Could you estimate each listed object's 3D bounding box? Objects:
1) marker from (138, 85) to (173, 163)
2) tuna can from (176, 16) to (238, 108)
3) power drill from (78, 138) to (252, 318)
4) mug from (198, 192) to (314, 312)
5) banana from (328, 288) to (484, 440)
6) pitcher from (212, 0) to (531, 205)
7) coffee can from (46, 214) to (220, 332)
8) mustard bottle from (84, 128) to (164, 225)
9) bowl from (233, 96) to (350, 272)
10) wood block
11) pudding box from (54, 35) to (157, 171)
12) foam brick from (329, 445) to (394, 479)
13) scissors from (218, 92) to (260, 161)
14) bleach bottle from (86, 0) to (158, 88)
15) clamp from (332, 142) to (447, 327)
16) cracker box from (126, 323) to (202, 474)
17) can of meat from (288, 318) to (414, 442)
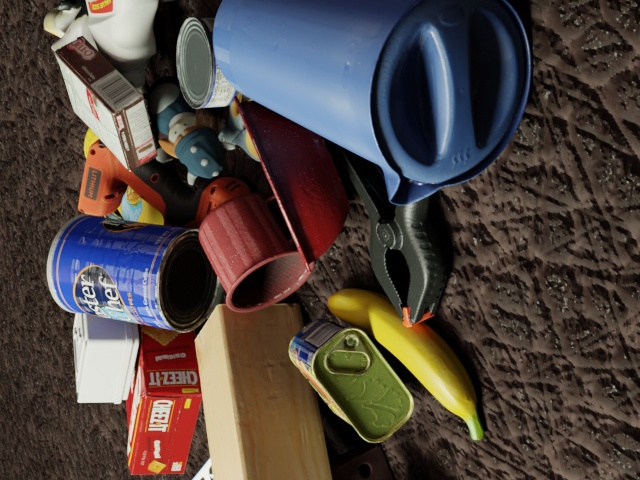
[{"bbox_3d":[-0.194,-0.145,1.194,0.020,0.020,0.121,-24,87,59],"label":"marker"},{"bbox_3d":[-0.106,-0.169,1.012,0.086,0.033,0.086,23,116,59],"label":"tuna can"},{"bbox_3d":[-0.165,-0.021,1.129,0.188,0.057,0.185,30,128,13],"label":"power drill"},{"bbox_3d":[-0.057,0.001,1.011,0.117,0.093,0.081,-44,61,24],"label":"mug"},{"bbox_3d":[0.067,0.088,0.905,0.198,0.037,0.070,43,140,37],"label":"banana"},{"bbox_3d":[0.026,-0.141,0.763,0.243,0.149,0.145,29,153,51],"label":"pitcher"},{"bbox_3d":[-0.186,0.031,1.065,0.140,0.102,0.103,7,116,29],"label":"coffee can"},{"bbox_3d":[-0.205,-0.052,1.227,0.192,0.058,0.096,56,146,22],"label":"mustard bottle"},{"bbox_3d":[-0.018,-0.057,0.899,0.162,0.055,0.162,159,88,-89],"label":"bowl"},{"bbox_3d":[-0.056,0.173,1.034,0.091,0.090,0.206,125,140,-54],"label":"wood block"},{"bbox_3d":[-0.212,-0.135,1.058,0.114,0.039,0.090,46,159,29],"label":"pudding box"},{"bbox_3d":[0.040,0.242,1.024,0.051,0.052,0.078,-28,85,59],"label":"foam brick"},{"bbox_3d":[-0.081,-0.089,1.049,0.096,0.016,0.202,63,148,21],"label":"scissors"},{"bbox_3d":[-0.189,-0.265,1.012,0.103,0.067,0.251,25,128,41],"label":"bleach bottle"},{"bbox_3d":[0.069,-0.015,0.842,0.120,0.039,0.171,-2,109,64],"label":"clamp"},{"bbox_3d":[-0.190,0.137,1.231,0.164,0.072,0.214,107,157,-45],"label":"cracker box"},{"bbox_3d":[0.024,0.119,0.937,0.102,0.057,0.084,53,169,-15],"label":"can of meat"}]
